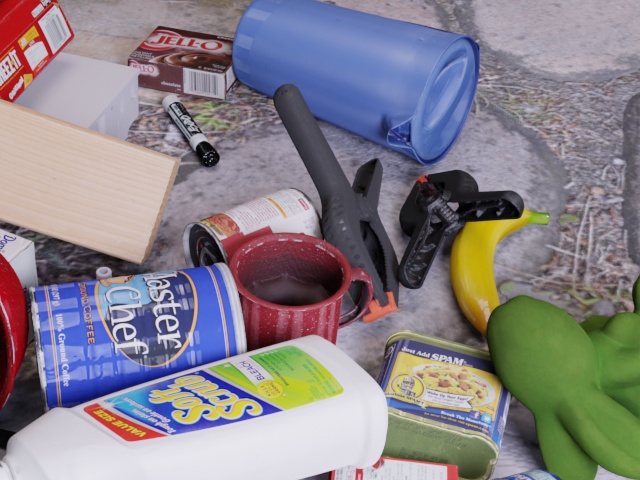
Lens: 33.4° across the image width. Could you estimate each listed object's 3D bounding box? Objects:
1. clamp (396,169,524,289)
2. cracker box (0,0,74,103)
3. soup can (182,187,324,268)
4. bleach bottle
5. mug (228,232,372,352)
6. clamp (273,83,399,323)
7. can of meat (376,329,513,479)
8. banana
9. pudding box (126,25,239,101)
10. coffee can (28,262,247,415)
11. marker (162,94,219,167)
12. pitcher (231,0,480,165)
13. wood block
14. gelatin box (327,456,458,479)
[{"bbox_3d":[0.117,-0.027,0.937,0.120,0.039,0.171,-27,23,14],"label":"clamp"},{"bbox_3d":[-0.363,-0.162,1.006,0.214,0.072,0.164,-10,32,21],"label":"cracker box"},{"bbox_3d":[-0.056,0.001,0.901,0.102,0.068,0.069,-22,46,-33],"label":"soup can"},{"bbox_3d":[-0.087,0.127,0.664,0.250,0.068,0.103,-12,31,-31],"label":"bleach bottle"},{"bbox_3d":[-0.015,0.051,0.829,0.117,0.081,0.093,-11,41,-21],"label":"mug"},{"bbox_3d":[0.021,-0.029,0.910,0.036,0.164,0.210,-29,48,22],"label":"clamp"},{"bbox_3d":[0.086,0.121,0.773,0.102,0.057,0.083,14,39,10],"label":"can of meat"},{"bbox_3d":[0.149,0.011,0.940,0.070,0.037,0.197,17,38,17],"label":"banana"},{"bbox_3d":[-0.143,-0.195,1.169,0.113,0.039,0.090,13,37,9],"label":"pudding box"},{"bbox_3d":[-0.132,0.075,0.765,0.140,0.103,0.103,-7,39,-16],"label":"coffee can"},{"bbox_3d":[-0.130,-0.110,1.076,0.020,0.020,0.121,-13,41,-24],"label":"marker"},{"bbox_3d":[0.038,-0.182,1.108,0.243,0.145,0.149,23,4,26],"label":"pitcher"},{"bbox_3d":[-0.228,-0.057,0.876,0.206,0.091,0.090,18,3,-6],"label":"wood block"},{"bbox_3d":[0.046,0.181,0.709,0.089,0.030,0.073,6,38,2],"label":"gelatin box"}]
